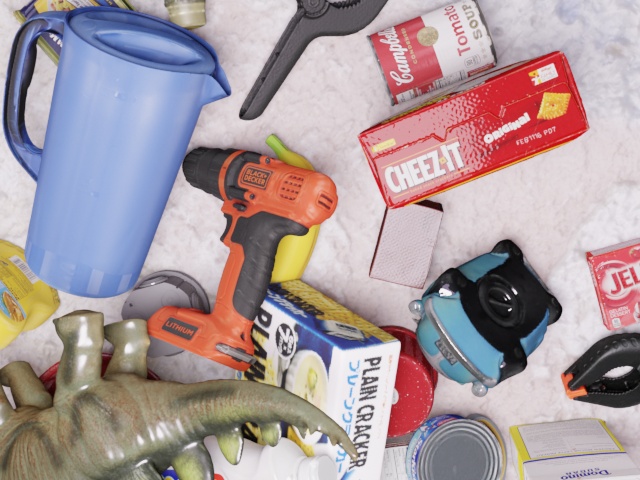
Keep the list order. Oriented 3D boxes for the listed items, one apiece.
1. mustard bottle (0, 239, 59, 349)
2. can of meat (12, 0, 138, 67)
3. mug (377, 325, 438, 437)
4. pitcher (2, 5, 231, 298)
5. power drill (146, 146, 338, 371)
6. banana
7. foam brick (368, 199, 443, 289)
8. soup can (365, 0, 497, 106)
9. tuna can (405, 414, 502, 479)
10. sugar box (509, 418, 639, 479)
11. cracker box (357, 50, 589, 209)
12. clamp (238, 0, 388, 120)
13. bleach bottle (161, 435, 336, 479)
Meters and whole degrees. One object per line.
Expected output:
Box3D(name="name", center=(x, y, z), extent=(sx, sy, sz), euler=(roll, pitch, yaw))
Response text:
Box3D(name="mustard bottle", center=(-0.304, 0.053, 0.957), extent=(0.058, 0.191, 0.096), euler=(-42, 93, 9))
Box3D(name="can of meat", center=(-0.216, -0.199, 0.982), extent=(0.084, 0.057, 0.102), euler=(-41, 94, 7))
Box3D(name="mug", center=(0.055, 0.139, 0.994), extent=(0.117, 0.081, 0.093), euler=(-33, 94, 8))
Box3D(name="pitcher", center=(-0.194, -0.078, 0.942), extent=(0.149, 0.144, 0.243), euler=(43, 123, 37))
Box3D(name="power drill", center=(-0.086, 0.009, 0.943), extent=(0.185, 0.057, 0.187), euler=(16, 82, 44))
Box3D(name="banana", center=(-0.039, 0.003, 1.008), extent=(0.070, 0.037, 0.198), euler=(18, 98, 19))
Box3D(name="foam brick", center=(0.079, -0.001, 0.988), extent=(0.053, 0.051, 0.078), euler=(15, 99, 2))
Box3D(name="soup can", center=(0.100, -0.169, 0.954), extent=(0.102, 0.068, 0.068), euler=(-20, 96, 7))
Box3D(name="tuna can", center=(0.122, 0.204, 0.981), extent=(0.086, 0.034, 0.086), euler=(-1, 92, -18))
Box3D(name="sugar box", center=(0.223, 0.203, 0.941), extent=(0.093, 0.176, 0.048), euler=(-7, 97, 5))
Box3D(name="cracker box", center=(0.122, -0.092, 0.888), extent=(0.164, 0.213, 0.072), euler=(-22, 96, 7))
Box3D(name="clamp", center=(-0.012, -0.207, 0.959), extent=(0.210, 0.036, 0.164), euler=(-19, 120, -7))
Box3D(name="bleach bottle", center=(-0.099, 0.206, 0.918), extent=(0.251, 0.068, 0.102), euler=(-15, 97, 33))
